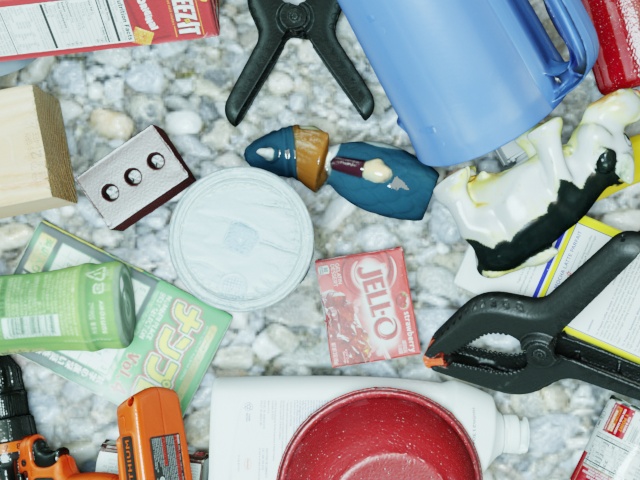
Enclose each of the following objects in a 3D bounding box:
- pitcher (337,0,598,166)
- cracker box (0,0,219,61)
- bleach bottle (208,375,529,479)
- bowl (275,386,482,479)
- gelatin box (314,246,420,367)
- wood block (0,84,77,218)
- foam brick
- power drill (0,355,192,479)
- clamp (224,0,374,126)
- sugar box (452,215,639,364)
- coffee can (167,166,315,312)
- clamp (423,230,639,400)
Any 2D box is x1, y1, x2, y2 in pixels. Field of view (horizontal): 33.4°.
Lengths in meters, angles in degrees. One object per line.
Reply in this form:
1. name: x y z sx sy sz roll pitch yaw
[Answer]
1. pitcher: 0.083 -0.187 0.774 0.149 0.145 0.242 -31 112 6
2. cracker box: -0.190 -0.226 0.823 0.213 0.072 0.164 -7 58 1
3. bleach bottle: 0.039 0.160 0.848 0.250 0.068 0.102 2 91 -2
4. bowl: 0.048 0.194 0.794 0.162 0.055 0.162 -1 96 -5
5. gelatin box: 0.038 0.054 0.866 0.073 0.030 0.089 -9 89 0
6. wood block: -0.309 -0.055 0.842 0.206 0.091 0.090 -11 89 0
7. foam brick: -0.147 -0.049 0.860 0.078 0.051 0.053 -35 89 -1
8. power drill: -0.190 0.164 0.819 0.188 0.057 0.184 -16 81 30
9. clamp: -0.029 -0.171 0.869 0.120 0.039 0.171 -10 82 -4
10. sugar box: 0.204 0.028 0.848 0.176 0.048 0.093 25 91 11
11. coffee can: -0.055 0.001 0.813 0.103 0.140 0.103 0 88 0
12. clamp: 0.171 0.067 0.807 0.210 0.036 0.164 -4 123 30
